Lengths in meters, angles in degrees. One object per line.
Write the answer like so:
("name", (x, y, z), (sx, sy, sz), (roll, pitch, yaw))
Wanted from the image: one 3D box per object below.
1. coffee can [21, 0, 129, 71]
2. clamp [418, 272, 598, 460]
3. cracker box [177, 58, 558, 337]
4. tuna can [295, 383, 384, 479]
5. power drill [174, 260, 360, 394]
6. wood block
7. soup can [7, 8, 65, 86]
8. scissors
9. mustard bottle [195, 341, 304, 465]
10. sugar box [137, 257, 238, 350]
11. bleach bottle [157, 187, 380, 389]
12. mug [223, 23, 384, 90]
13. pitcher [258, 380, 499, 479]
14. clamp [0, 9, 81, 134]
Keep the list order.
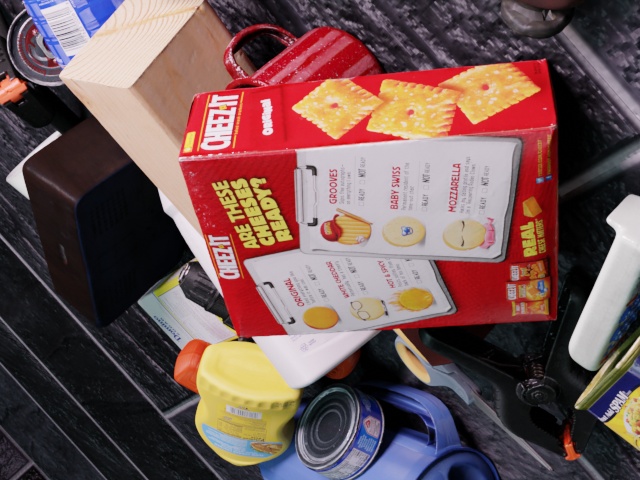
("coffee can", (-0.184, -0.209, 0.808), (0.103, 0.102, 0.140), (11, 136, 49))
("clamp", (0.161, 0.092, 0.763), (0.120, 0.039, 0.171), (-23, 126, 31))
("cracker box", (0.038, -0.021, 0.664), (0.214, 0.072, 0.164), (-4, 135, 9))
("tuna can", (0.017, 0.175, 0.981), (0.033, 0.086, 0.086), (32, 163, -34))
("power drill", (-0.076, 0.100, 1.032), (0.184, 0.057, 0.188), (30, 146, -11))
("wood block", (-0.082, -0.078, 0.799), (0.091, 0.090, 0.206), (17, 154, 44))
("soup can", (-0.233, -0.173, 0.923), (0.068, 0.068, 0.102), (58, 177, -19))
("scissors", (0.115, 0.125, 0.874), (0.202, 0.016, 0.096), (49, 163, 25))
("mustard bottle", (-0.071, 0.168, 1.022), (0.096, 0.058, 0.192), (12, 145, 1))
("sugar box", (-0.133, 0.072, 1.163), (0.093, 0.048, 0.176), (48, 155, -8))
("bleach bottle", (-0.056, 0.001, 0.927), (0.251, 0.102, 0.068), (55, 155, -1))
("mug", (-0.014, -0.101, 0.732), (0.117, 0.081, 0.093), (45, 152, 4))
("pitcher", (0.047, 0.222, 1.037), (0.243, 0.149, 0.145), (14, 153, 51))
("clamp", (-0.289, -0.163, 1.008), (0.164, 0.036, 0.210), (56, 180, -12))
